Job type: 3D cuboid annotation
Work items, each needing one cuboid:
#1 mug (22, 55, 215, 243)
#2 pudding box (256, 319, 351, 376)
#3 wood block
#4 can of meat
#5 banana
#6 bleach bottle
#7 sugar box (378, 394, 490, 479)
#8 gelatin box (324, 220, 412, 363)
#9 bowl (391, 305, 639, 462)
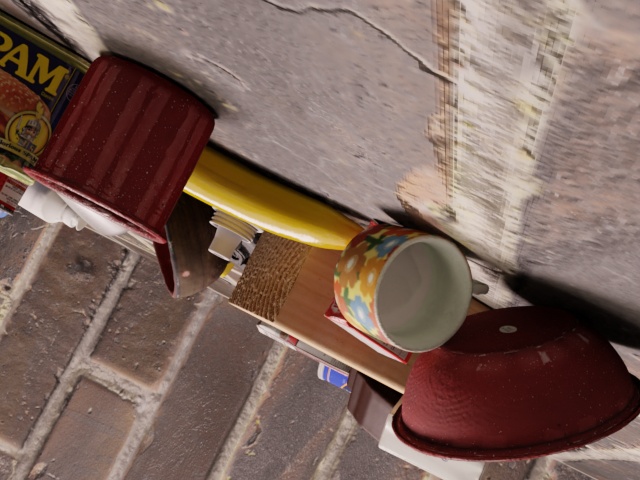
[{"bbox_3d":[-0.121,-0.057,0.639,0.093,0.081,0.117,31,171,-32],"label":"mug"},{"bbox_3d":[0.002,0.078,1.114,0.113,0.090,0.039,26,171,7],"label":"pudding box"},{"bbox_3d":[0.046,0.060,0.834,0.205,0.090,0.091,30,172,-26],"label":"wood block"},{"bbox_3d":[-0.204,-0.093,0.669,0.102,0.084,0.057,29,173,-17],"label":"can of meat"},{"bbox_3d":[-0.063,-0.040,0.729,0.197,0.037,0.070,28,173,-13],"label":"banana"},{"bbox_3d":[-0.350,-0.092,1.127,0.251,0.068,0.102,34,179,9],"label":"bleach bottle"},{"bbox_3d":[0.129,0.147,0.965,0.093,0.048,0.176,24,-153,15],"label":"sugar box"},{"bbox_3d":[0.047,0.037,0.733,0.030,0.073,0.089,21,171,36],"label":"gelatin box"},{"bbox_3d":[0.120,0.081,0.675,0.162,0.055,0.162,-11,-168,2],"label":"bowl"}]
